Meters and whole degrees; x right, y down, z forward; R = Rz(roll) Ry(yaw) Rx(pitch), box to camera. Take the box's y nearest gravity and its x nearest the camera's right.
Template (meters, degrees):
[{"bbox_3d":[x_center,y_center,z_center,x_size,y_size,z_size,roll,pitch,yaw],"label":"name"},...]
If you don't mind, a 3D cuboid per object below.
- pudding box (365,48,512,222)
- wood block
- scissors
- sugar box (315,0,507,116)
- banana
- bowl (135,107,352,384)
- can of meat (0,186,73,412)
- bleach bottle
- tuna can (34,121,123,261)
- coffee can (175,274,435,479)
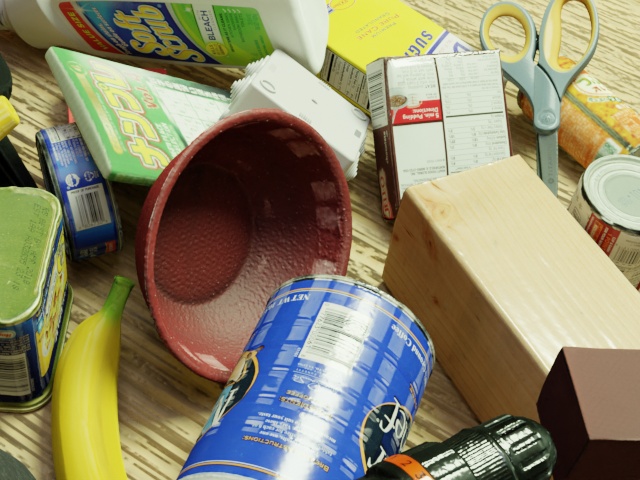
[{"bbox_3d":[0.084,-0.073,0.737,0.090,0.039,0.113,-7,93,-16],"label":"pudding box"},{"bbox_3d":[0.130,0.057,0.633,0.090,0.090,0.206,-18,53,-24],"label":"wood block"},{"bbox_3d":[0.147,-0.097,0.776,0.096,0.016,0.201,15,76,16],"label":"scissors"},{"bbox_3d":[0.049,-0.144,0.828,0.176,0.048,0.093,35,52,22],"label":"sugar box"},{"bbox_3d":[-0.115,0.110,0.558,0.037,0.070,0.198,11,43,-29],"label":"banana"},{"bbox_3d":[-0.054,0.001,0.632,0.055,0.162,0.161,12,39,43],"label":"bowl"},{"bbox_3d":[-0.176,0.032,0.606,0.057,0.084,0.102,5,48,-5],"label":"can of meat"},{"bbox_3d":[-0.126,-0.167,0.780,0.251,0.102,0.068,1,60,15],"label":"bleach bottle"},{"bbox_3d":[-0.151,-0.031,0.665,0.033,0.086,0.086,-16,53,-17],"label":"tuna can"},{"bbox_3d":[-0.007,0.102,0.560,0.103,0.103,0.140,20,48,8],"label":"coffee can"}]
